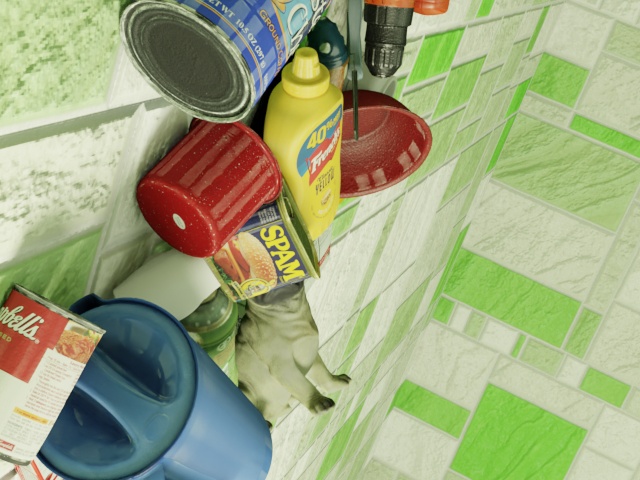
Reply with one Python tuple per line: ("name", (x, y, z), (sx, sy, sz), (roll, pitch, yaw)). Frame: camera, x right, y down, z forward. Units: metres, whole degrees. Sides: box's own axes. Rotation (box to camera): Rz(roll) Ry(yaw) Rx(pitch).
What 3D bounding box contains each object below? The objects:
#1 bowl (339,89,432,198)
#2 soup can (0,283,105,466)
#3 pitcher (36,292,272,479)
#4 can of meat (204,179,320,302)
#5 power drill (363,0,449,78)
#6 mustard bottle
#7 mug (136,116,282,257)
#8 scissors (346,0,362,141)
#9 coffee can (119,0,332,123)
("bowl", (0.036, -0.112, 1.143), (0.162, 0.162, 0.055), (92, -12, -59))
("soup can", (-0.197, 0.089, 0.707), (0.102, 0.068, 0.068), (-62, 166, -8))
("pitcher", (-0.115, 0.153, 0.829), (0.242, 0.145, 0.149), (57, 49, -63))
("can of meat", (-0.056, 0.001, 0.931), (0.057, 0.084, 0.102), (-101, 170, -45))
("power drill", (0.095, -0.271, 1.130), (0.187, 0.057, 0.184), (-39, 139, -66))
("mustard bottle", (-0.015, -0.088, 0.959), (0.096, 0.058, 0.192), (-46, 151, -39))
("mug", (-0.097, -0.038, 0.848), (0.117, 0.093, 0.081), (-20, -155, 54))
("scissors", (0.033, -0.187, 1.036), (0.201, 0.016, 0.096), (-89, 179, -55))
("coffee can", (-0.053, -0.164, 0.719), (0.140, 0.103, 0.103), (-57, 165, -29))
